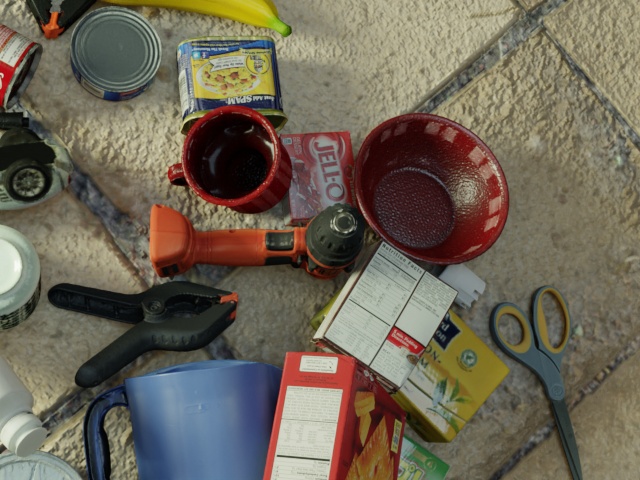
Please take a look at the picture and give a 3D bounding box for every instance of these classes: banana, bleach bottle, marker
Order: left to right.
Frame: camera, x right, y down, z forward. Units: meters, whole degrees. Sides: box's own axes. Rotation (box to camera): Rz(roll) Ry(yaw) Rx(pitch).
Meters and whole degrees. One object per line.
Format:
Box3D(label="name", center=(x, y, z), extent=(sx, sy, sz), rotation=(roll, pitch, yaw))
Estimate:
Box3D(label="bleach bottle", center=(-0.305, 0.085, 0.852), extent=(0.251, 0.102, 0.068), rotation=(38, 64, 24))
Box3D(label="marker", center=(-0.330, -0.112, 0.981), extent=(0.121, 0.020, 0.020), rotation=(2, 78, -15))
Box3D(label="banana", center=(-0.125, -0.237, 1.038), extent=(0.197, 0.069, 0.037), rotation=(8, 111, -13))

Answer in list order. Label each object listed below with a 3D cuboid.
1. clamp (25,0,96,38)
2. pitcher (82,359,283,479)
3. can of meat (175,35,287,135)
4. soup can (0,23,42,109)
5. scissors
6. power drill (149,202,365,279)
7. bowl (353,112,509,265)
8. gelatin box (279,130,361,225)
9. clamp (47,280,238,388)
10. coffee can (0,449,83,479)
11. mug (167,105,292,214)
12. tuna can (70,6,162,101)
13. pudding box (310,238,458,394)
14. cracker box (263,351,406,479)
Box3D(label="clamp", center=(-0.254, -0.300, 1.030), extent=(0.164, 0.036, 0.210), rotation=(15, 76, -12))
Box3D(label="pitcher", center=(-0.103, 0.227, 0.922), extent=(0.144, 0.149, 0.243), rotation=(1, 80, -47))
Box3D(label="can of meat", center=(-0.088, -0.150, 1.033), extent=(0.102, 0.057, 0.084), rotation=(-4, 77, -16))
Box3D(label="soup can", center=(-0.315, -0.173, 0.972), extent=(0.102, 0.069, 0.068), rotation=(29, 73, -7))
Box3D(label="scissors", center=(0.217, 0.144, 1.075), extent=(0.096, 0.016, 0.202), rotation=(4, 78, -12))
Box3D(label="power drill", center=(-0.056, 0.001, 0.954), extent=(0.187, 0.184, 0.057), rotation=(3, 78, -5))
Box3D(label="bowl", center=(0.102, -0.043, 1.053), extent=(0.162, 0.055, 0.162), rotation=(6, 67, -14))
Box3D(label="gelatin box", center=(-0.002, -0.062, 1.051), extent=(0.073, 0.030, 0.089), rotation=(-4, 80, -16))
Box3D(label="clamp", center=(-0.154, 0.079, 0.956), extent=(0.171, 0.039, 0.120), rotation=(-4, 48, -15))
Box3D(label="coffee can", center=(-0.242, 0.223, 0.872), extent=(0.102, 0.140, 0.103), rotation=(3, 78, -14))
Box3D(label="mug", center=(-0.084, -0.068, 0.997), extent=(0.117, 0.081, 0.093), rotation=(-13, 79, 10))
Box3D(label="tuna can", center=(-0.196, -0.178, 1.022), extent=(0.086, 0.034, 0.086), rotation=(3, 78, -14))
Box3D(label="pudding box", center=(0.059, 0.069, 0.965), extent=(0.090, 0.039, 0.113), rotation=(34, 71, -5))
Box3D(label="cracker box", center=(0.011, 0.221, 0.901), extent=(0.072, 0.164, 0.213), rotation=(0, 64, 21))
